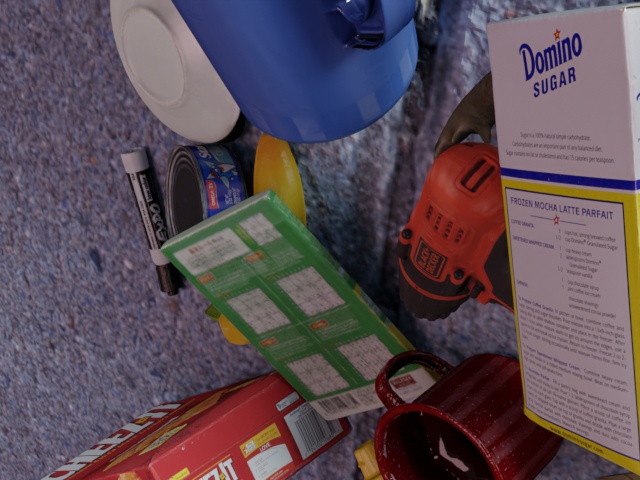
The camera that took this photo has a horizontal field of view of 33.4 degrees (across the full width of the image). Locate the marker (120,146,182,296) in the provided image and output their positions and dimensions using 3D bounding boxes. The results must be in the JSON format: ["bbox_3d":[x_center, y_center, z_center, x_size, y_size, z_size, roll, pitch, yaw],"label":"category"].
[{"bbox_3d":[-0.130,-0.013,0.831,0.020,0.020,0.121,5,116,43],"label":"marker"}]

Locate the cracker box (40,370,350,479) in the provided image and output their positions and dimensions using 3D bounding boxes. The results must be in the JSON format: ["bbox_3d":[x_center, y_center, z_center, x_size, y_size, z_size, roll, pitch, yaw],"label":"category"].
[{"bbox_3d":[-0.108,0.168,0.805,0.214,0.163,0.072,-23,94,48],"label":"cracker box"}]

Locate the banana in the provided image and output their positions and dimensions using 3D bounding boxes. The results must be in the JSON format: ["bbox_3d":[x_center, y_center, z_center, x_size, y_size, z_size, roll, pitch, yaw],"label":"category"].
[{"bbox_3d":[-0.043,0.015,0.749,0.070,0.037,0.198,42,135,18],"label":"banana"}]

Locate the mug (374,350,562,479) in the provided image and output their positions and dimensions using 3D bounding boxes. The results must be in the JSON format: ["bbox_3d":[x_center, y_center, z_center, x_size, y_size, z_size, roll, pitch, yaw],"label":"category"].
[{"bbox_3d":[0.085,0.113,0.648,0.117,0.081,0.093,42,136,18],"label":"mug"}]

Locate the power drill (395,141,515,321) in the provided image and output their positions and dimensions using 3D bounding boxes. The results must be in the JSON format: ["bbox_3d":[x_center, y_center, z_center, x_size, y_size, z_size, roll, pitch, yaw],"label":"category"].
[{"bbox_3d":[0.121,0.044,0.566,0.188,0.057,0.184,37,163,12],"label":"power drill"}]

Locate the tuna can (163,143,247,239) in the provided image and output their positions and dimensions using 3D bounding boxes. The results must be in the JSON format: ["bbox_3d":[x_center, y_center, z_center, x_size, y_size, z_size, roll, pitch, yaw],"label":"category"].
[{"bbox_3d":[-0.080,-0.024,0.741,0.086,0.033,0.086,174,90,-65],"label":"tuna can"}]

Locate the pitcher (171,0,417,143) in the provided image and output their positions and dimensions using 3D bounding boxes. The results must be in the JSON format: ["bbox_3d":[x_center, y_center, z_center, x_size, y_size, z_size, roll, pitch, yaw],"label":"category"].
[{"bbox_3d":[-0.020,-0.148,0.500,0.145,0.149,0.242,-4,149,15],"label":"pitcher"}]
